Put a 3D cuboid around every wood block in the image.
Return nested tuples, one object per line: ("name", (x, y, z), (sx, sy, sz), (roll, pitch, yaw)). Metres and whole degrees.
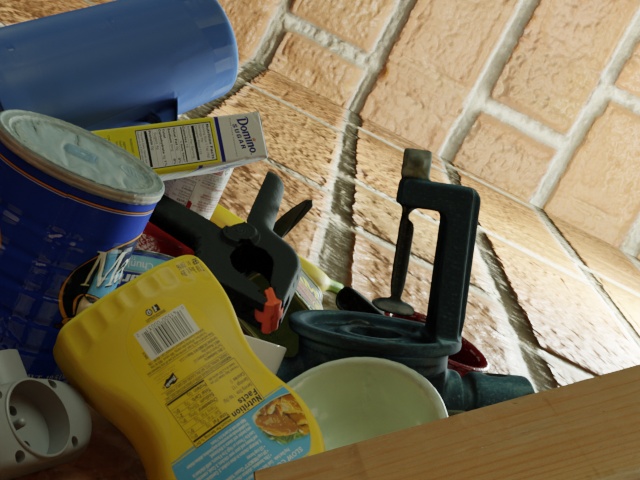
("wood block", (0.081, 0.138, 0.497), (0.206, 0.090, 0.091), (-15, 20, -2))

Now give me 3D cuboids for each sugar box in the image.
("sugar box", (-0.140, -0.067, 0.838), (0.175, 0.048, 0.094), (-15, 4, -35))

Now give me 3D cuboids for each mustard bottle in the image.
("mustard bottle", (-0.053, 0.106, 0.576), (0.096, 0.058, 0.192), (-32, 79, -32))

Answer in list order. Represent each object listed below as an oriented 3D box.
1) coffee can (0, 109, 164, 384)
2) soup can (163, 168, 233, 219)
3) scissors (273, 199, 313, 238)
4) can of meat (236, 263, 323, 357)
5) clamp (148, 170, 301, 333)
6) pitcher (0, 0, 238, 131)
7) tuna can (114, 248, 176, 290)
("coffee can", (-0.167, 0.009, 0.626), (0.102, 0.140, 0.103), (26, 13, -7))
("soup can", (-0.129, -0.047, 0.997), (0.068, 0.102, 0.068), (26, 14, -7))
("scissors", (-0.033, 0.011, 0.931), (0.096, 0.016, 0.202), (40, -29, -22))
("can of meat", (-0.038, 0.048, 0.867), (0.102, 0.057, 0.084), (50, 7, -23))
("clamp", (-0.055, 0.001, 0.806), (0.120, 0.039, 0.172), (-20, 47, -22))
("pitcher", (-0.190, -0.136, 0.937), (0.242, 0.149, 0.145), (-26, 21, -31))
("tuna can", (-0.127, 0.035, 0.741), (0.086, 0.034, 0.086), (5, -20, 2))
